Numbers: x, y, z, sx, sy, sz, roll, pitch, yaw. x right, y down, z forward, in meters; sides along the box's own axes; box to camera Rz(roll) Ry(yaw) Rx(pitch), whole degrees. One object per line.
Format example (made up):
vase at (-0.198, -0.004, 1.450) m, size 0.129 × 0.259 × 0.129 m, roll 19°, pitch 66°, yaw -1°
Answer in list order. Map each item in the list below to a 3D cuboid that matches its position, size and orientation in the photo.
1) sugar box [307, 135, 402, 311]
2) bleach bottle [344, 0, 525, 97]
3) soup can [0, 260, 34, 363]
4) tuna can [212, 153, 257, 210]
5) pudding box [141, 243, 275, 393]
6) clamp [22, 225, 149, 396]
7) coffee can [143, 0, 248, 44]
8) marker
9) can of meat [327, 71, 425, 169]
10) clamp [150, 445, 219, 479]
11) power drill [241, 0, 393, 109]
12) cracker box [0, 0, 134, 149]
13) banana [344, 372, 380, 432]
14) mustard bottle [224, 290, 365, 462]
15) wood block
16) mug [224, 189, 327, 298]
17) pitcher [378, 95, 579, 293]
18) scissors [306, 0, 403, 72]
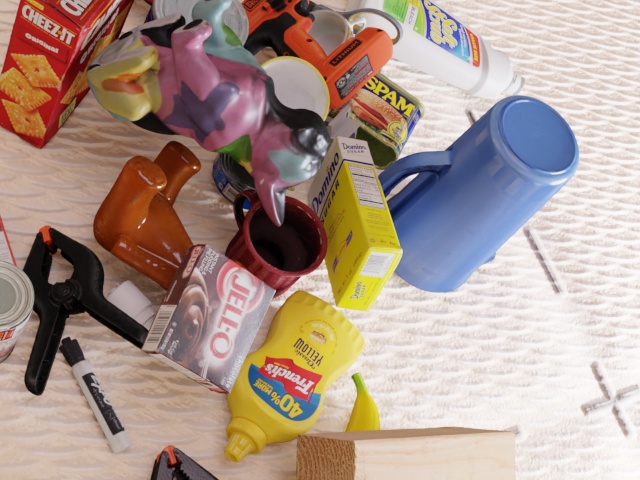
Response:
sugar box at (0.033, -0.021, 1.141) m, size 0.048 × 0.093 × 0.176 m, roll 7°, pitch 42°, yaw -25°
bleach bottle at (0.154, -0.258, 1.376) m, size 0.250 × 0.068 × 0.102 m, roll 24°, pitch 55°, yaw -17°
soup can at (-0.298, 0.067, 0.955) m, size 0.068 × 0.102 × 0.068 m, roll 11°, pitch 61°, yaw -21°
tuna can at (-0.075, -0.077, 1.183) m, size 0.086 × 0.034 × 0.086 m, roll 11°, pitch 60°, yaw -21°
pudding box at (-0.103, 0.072, 0.990) m, size 0.090 × 0.039 × 0.113 m, roll 35°, pitch 70°, yaw -30°
clamp at (-0.245, 0.064, 1.009) m, size 0.120 × 0.039 × 0.172 m, roll -26°, pitch 58°, yaw -18°
coffee can at (-0.149, -0.200, 1.146) m, size 0.102 × 0.141 × 0.103 m, roll 12°, pitch 60°, yaw -21°
marker at (-0.214, 0.145, 1.007) m, size 0.020 × 0.020 × 0.121 m, roll -23°, pitch 77°, yaw -34°
can of meat at (0.063, -0.146, 1.275) m, size 0.102 × 0.058 × 0.083 m, roll 34°, pitch 57°, yaw -7°
clamp at (-0.097, 0.288, 0.980) m, size 0.164 × 0.036 × 0.210 m, roll -7°, pitch 68°, yaw -29°
power drill at (-0.006, -0.248, 1.223) m, size 0.184 × 0.057 × 0.188 m, roll -45°, pitch 59°, yaw -6°
cracker box at (-0.243, -0.212, 1.060) m, size 0.072 × 0.214 × 0.164 m, roll 32°, pitch 55°, yaw -8°
banana at (0.008, 0.223, 1.067) m, size 0.069 × 0.037 × 0.197 m, roll 37°, pitch 54°, yaw 5°
mustard bottle at (-0.038, 0.144, 1.071) m, size 0.096 × 0.058 × 0.191 m, roll 39°, pitch 55°, yaw -3°
wood block at (0.085, 0.230, 1.033) m, size 0.205 × 0.091 × 0.090 m, roll 5°, pitch 82°, yaw -37°
mug at (-0.057, 0.001, 1.122) m, size 0.093 × 0.082 × 0.117 m, roll -27°, pitch 79°, yaw -34°
pitcher at (0.160, -0.053, 1.158) m, size 0.149 × 0.243 × 0.145 m, roll -29°, pitch 78°, yaw -36°
scissors at (0.005, -0.261, 1.321) m, size 0.202 × 0.096 × 0.016 m, roll 16°, pitch 32°, yaw 17°
